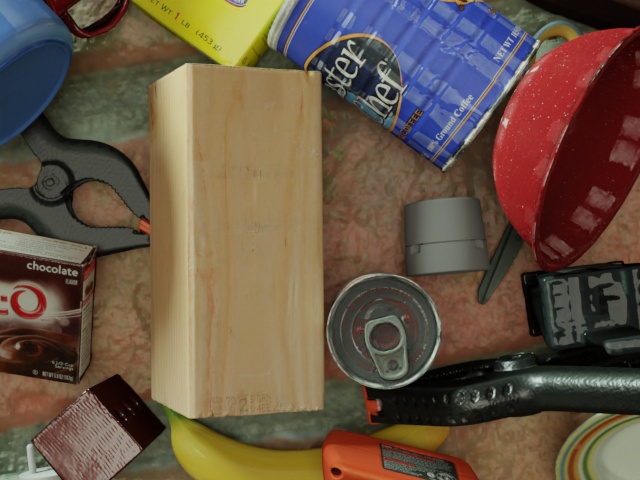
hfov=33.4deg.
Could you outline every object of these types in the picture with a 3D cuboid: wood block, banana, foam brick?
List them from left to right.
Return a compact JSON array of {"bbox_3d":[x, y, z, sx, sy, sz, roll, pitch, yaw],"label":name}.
[{"bbox_3d":[-0.142,0.126,0.692,0.051,0.078,0.053,-41,89,2],"label":"foam brick"},{"bbox_3d":[-0.054,0.001,0.673,0.090,0.091,0.206,0,90,-22],"label":"wood block"},{"bbox_3d":[-0.014,0.143,0.709,0.198,0.037,0.069,5,90,1],"label":"banana"}]

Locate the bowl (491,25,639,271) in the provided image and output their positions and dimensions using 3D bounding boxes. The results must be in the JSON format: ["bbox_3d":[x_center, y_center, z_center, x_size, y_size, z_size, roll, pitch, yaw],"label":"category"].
[{"bbox_3d":[0.152,-0.064,0.650,0.055,0.162,0.162,29,90,29],"label":"bowl"}]

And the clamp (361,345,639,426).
[{"bbox_3d":[0.128,0.090,0.656,0.210,0.164,0.036,-10,91,9],"label":"clamp"}]

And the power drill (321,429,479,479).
[{"bbox_3d":[0.015,0.218,0.680,0.184,0.057,0.188,13,107,-6],"label":"power drill"}]

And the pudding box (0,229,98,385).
[{"bbox_3d":[-0.205,0.040,0.698,0.113,0.039,0.090,8,115,0],"label":"pudding box"}]

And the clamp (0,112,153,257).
[{"bbox_3d":[-0.179,-0.049,0.713,0.171,0.039,0.120,17,95,-5],"label":"clamp"}]

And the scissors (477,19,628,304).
[{"bbox_3d":[0.141,-0.063,0.716,0.096,0.016,0.202,42,90,-1],"label":"scissors"}]

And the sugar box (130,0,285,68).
[{"bbox_3d":[-0.038,-0.203,0.704,0.093,0.048,0.176,36,93,7],"label":"sugar box"}]

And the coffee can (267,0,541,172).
[{"bbox_3d":[0.052,-0.125,0.676,0.140,0.103,0.103,36,90,1],"label":"coffee can"}]

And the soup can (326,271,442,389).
[{"bbox_3d":[0.038,0.054,0.676,0.068,0.102,0.068,0,90,1],"label":"soup can"}]
